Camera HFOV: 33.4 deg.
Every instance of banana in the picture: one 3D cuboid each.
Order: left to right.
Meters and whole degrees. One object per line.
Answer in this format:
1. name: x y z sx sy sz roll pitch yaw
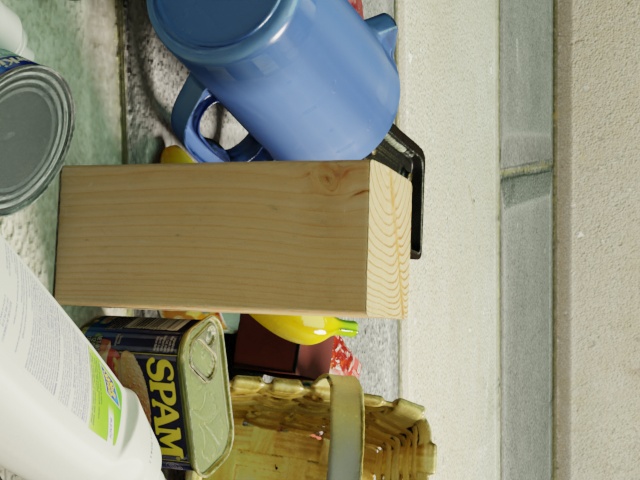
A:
1. banana: -0.058 0.010 0.760 0.198 0.037 0.069 46 17 6

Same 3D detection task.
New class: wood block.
1. wood block: -0.054 0.001 0.674 0.090 0.206 0.091 15 76 -69

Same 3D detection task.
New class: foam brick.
1. foam brick: -0.026 0.078 0.819 0.078 0.053 0.051 34 62 -68

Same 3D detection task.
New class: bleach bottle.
1. bleach bottle: -0.150 0.088 0.575 0.250 0.068 0.102 61 16 -45

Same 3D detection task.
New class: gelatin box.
1. gelatin box: 0.004 0.122 0.922 0.089 0.030 0.073 57 43 -52

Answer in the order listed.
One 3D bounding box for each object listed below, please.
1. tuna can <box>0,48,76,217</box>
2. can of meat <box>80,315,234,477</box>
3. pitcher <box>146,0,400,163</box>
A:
1. tuna can: -0.171 -0.057 0.565 0.086 0.034 0.086 -48 153 -35
2. can of meat: -0.109 0.100 0.704 0.057 0.084 0.102 -38 126 -63
3. pitcher: -0.038 -0.133 0.778 0.242 0.145 0.149 32 63 -70
